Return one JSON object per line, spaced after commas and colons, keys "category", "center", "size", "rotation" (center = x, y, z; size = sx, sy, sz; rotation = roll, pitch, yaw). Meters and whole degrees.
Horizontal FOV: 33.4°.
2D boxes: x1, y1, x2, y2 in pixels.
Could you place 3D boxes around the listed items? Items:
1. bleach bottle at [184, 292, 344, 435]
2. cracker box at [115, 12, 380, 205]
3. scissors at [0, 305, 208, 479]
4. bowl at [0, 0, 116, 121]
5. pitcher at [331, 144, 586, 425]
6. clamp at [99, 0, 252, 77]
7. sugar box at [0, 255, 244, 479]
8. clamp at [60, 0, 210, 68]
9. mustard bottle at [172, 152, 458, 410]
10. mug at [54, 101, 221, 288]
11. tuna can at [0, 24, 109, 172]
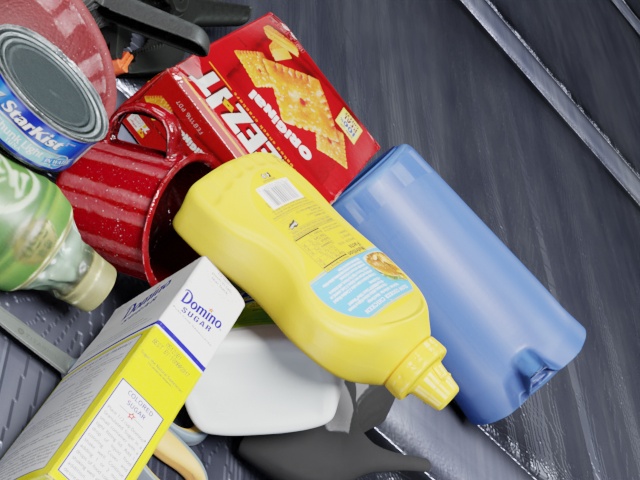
{"category": "bleach bottle", "center": [-0.022, 0.052, 0.774], "size": [0.250, 0.102, 0.068], "rotation": [-70, 154, -70]}
{"category": "cracker box", "center": [-0.050, -0.091, 0.896], "size": [0.164, 0.072, 0.213], "rotation": [51, 30, -6]}
{"category": "scissors", "center": [-0.133, 0.078, 0.655], "size": [0.201, 0.016, 0.096], "rotation": [51, 28, -9]}
{"category": "bowl", "center": [-0.210, -0.122, 0.696], "size": [0.162, 0.055, 0.162], "rotation": [39, 37, -37]}
{"category": "pitcher", "center": [0.111, 0.036, 0.966], "size": [0.243, 0.149, 0.144], "rotation": [49, 44, -4]}
{"category": "clamp", "center": [-0.125, -0.197, 0.891], "size": [0.164, 0.036, 0.210], "rotation": [54, 41, -39]}
{"category": "sugar box", "center": [-0.112, 0.089, 0.573], "size": [0.048, 0.094, 0.176], "rotation": [50, 38, -13]}
{"category": "clamp", "center": [-0.177, -0.161, 0.785], "size": [0.171, 0.120, 0.039], "rotation": [45, -18, 18]}
{"category": "mustard bottle", "center": [0.007, 0.029, 0.640], "size": [0.192, 0.058, 0.096], "rotation": [43, 33, 15]}
{"category": "mug", "center": [-0.116, -0.031, 0.679], "size": [0.082, 0.117, 0.093], "rotation": [16, 24, 24]}
{"category": "tuna can", "center": [-0.166, -0.082, 0.620], "size": [0.086, 0.034, 0.086], "rotation": [45, 20, -21]}
